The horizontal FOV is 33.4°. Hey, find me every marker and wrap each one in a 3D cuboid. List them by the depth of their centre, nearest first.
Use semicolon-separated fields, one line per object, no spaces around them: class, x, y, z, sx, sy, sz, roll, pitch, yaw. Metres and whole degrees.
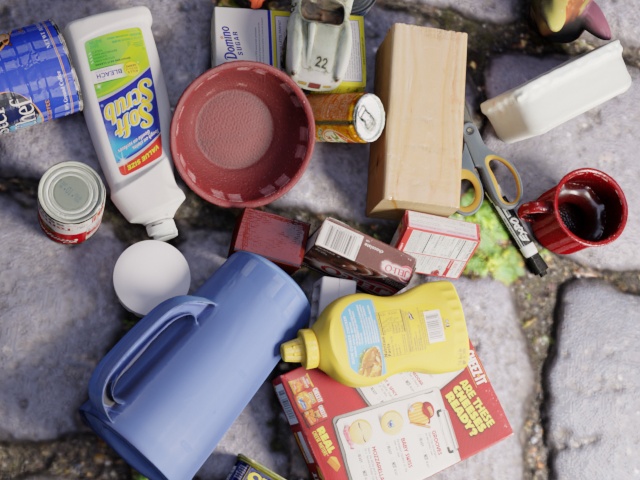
marker;0.234;-0.010;1.262;0.020;0.020;0.121;-29;86;-18

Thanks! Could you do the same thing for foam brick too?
foam brick;-0.058;0.001;1.173;0.078;0.053;0.051;15;75;-11

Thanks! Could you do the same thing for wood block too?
wood block;0.109;-0.131;1.220;0.090;0.091;0.206;7;77;-9

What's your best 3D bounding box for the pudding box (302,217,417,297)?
pudding box;0.039;0.023;1.171;0.113;0.090;0.039;26;70;-6

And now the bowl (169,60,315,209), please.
bowl;-0.089;-0.118;1.172;0.162;0.055;0.162;-4;104;-15

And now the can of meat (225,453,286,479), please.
can of meat;-0.062;0.283;1.108;0.102;0.057;0.084;32;75;-4

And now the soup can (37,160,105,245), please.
soup can;-0.259;-0.038;1.107;0.068;0.102;0.068;3;77;-13

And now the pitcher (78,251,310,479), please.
pitcher;-0.124;0.123;1.086;0.145;0.149;0.242;41;69;-2

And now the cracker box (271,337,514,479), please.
cracker box;0.075;0.182;1.155;0.213;0.072;0.164;-23;83;-18

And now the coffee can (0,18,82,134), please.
coffee can;-0.333;-0.164;1.116;0.140;0.103;0.103;-20;83;-17

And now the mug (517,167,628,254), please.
mug;0.286;-0.030;1.246;0.117;0.082;0.093;1;78;-14

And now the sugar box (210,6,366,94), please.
sugar box;-0.037;-0.214;1.228;0.176;0.048;0.093;1;73;-10

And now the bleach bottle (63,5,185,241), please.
bleach bottle;-0.199;-0.122;1.162;0.102;0.068;0.251;-17;85;-16

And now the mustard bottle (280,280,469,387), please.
mustard bottle;0.053;0.101;1.100;0.191;0.058;0.096;-8;80;-15

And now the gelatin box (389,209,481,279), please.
gelatin box;0.127;0.005;1.203;0.089;0.073;0.030;10;49;-11

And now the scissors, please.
scissors;0.164;-0.113;1.267;0.096;0.016;0.202;-32;72;1
